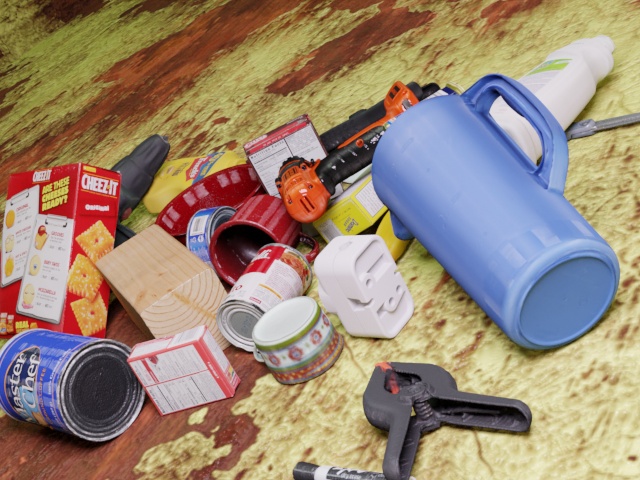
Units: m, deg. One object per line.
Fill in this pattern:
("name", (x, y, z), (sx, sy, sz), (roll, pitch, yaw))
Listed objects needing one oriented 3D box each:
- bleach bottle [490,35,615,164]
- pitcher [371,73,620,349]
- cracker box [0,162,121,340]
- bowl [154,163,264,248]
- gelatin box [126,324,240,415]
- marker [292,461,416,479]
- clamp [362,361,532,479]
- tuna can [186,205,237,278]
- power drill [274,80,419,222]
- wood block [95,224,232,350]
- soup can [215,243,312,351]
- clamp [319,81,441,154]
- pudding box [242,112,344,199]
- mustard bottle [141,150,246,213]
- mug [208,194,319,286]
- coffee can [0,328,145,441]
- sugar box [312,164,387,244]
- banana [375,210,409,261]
("bleach bottle", (0.256, -0.161, 1.181), (0.250, 0.068, 0.103), (-39, 26, -31))
("pitcher", (0.154, -0.026, 0.923), (0.145, 0.149, 0.243), (-24, 40, -8))
("cracker box", (-0.327, 0.021, 1.322), (0.164, 0.072, 0.213), (-3, 78, 43))
("bowl", (-0.132, -0.034, 1.385), (0.162, 0.055, 0.162), (-23, 25, 11))
("gelatin box", (-0.135, 0.128, 1.052), (0.089, 0.073, 0.030), (-18, 25, 24))
("marker", (0.024, 0.188, 0.836), (0.121, 0.020, 0.020), (-4, 34, 43))
("clamp", (0.091, 0.132, 0.849), (0.120, 0.039, 0.171), (-14, 20, -6))
("tuna can", (-0.119, 0.002, 1.264), (0.034, 0.086, 0.086), (-9, 30, 33))
("power drill", (0.032, -0.100, 1.193), (0.188, 0.057, 0.184), (-37, 17, 6))
("wood block", (-0.171, 0.061, 1.199), (0.090, 0.091, 0.206), (-34, 25, -14))
("soup can", (-0.058, 0.059, 1.109), (0.069, 0.068, 0.102), (-11, 29, 32))
("clamp", (0.059, -0.155, 1.398), (0.210, 0.036, 0.164), (-27, -1, 11))
("pudding box", (-0.032, -0.088, 1.316), (0.090, 0.113, 0.039), (-26, 30, 4))
("mustard bottle", (-0.164, -0.087, 1.517), (0.192, 0.058, 0.096), (-6, 34, 39))
("mug", (-0.058, 0.001, 1.214), (0.117, 0.093, 0.081), (9, 31, 14))
("coffee can", (-0.264, 0.148, 1.111), (0.141, 0.103, 0.102), (1, 37, 47))
("sugar box", (0.074, -0.069, 1.223), (0.176, 0.048, 0.093), (-42, 6, -33))
("banana", (0.115, -0.038, 1.157), (0.197, 0.037, 0.070), (-38, 25, -21))
